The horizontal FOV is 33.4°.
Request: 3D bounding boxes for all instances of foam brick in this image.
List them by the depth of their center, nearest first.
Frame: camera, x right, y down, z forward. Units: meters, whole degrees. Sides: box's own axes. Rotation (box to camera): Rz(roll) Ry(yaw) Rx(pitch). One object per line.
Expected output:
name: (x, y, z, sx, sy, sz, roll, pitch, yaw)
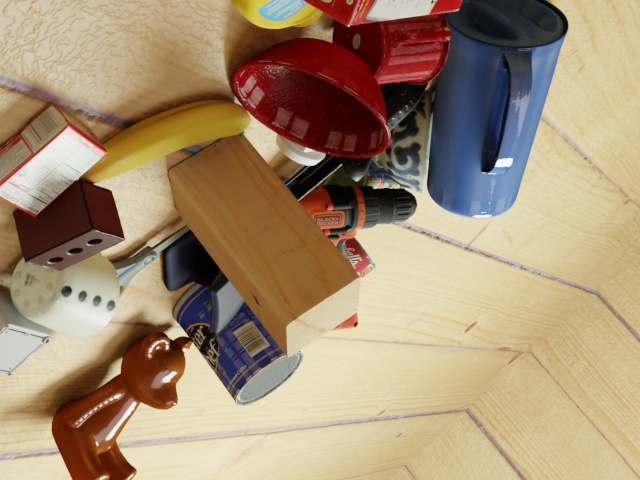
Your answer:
foam brick: (-0.226, -0.013, 0.957, 0.078, 0.051, 0.053, -24, 162, 19)

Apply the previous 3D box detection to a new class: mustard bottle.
mustard bottle: (-0.035, -0.225, 0.868, 0.096, 0.058, 0.191, -45, 158, 0)

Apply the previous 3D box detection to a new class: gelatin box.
gelatin box: (-0.235, -0.066, 0.899, 0.089, 0.030, 0.073, -40, 160, 3)

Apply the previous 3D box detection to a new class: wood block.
wood block: (-0.058, 0.002, 1.076, 0.090, 0.206, 0.091, -33, 158, -16)

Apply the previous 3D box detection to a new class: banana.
banana: (-0.132, -0.096, 0.994, 0.197, 0.037, 0.070, -20, 152, -39)

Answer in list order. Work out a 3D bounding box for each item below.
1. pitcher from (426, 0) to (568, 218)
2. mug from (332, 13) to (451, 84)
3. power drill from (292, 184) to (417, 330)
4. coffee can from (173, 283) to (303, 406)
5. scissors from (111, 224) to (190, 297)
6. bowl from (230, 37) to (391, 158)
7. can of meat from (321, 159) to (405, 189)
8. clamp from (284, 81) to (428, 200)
pitcher: (0.186, -0.141, 1.183, 0.149, 0.145, 0.243, -35, 143, -39)
mug: (0.073, -0.195, 1.038, 0.081, 0.117, 0.093, -14, 104, -38)
power drill: (0.019, 0.019, 1.280, 0.184, 0.057, 0.188, -3, 122, -16)
coffee can: (-0.102, 0.119, 1.323, 0.102, 0.140, 0.103, -33, 158, -16)
scissors: (-0.200, 0.018, 1.131, 0.202, 0.016, 0.096, -42, 156, 10)
bowl: (-0.001, -0.142, 1.008, 0.162, 0.162, 0.055, 75, 35, -67)
can of meat: (0.048, -0.062, 1.326, 0.083, 0.057, 0.102, -5, 140, -50)
clamp: (0.054, -0.120, 1.158, 0.209, 0.036, 0.165, -47, -164, -18)
